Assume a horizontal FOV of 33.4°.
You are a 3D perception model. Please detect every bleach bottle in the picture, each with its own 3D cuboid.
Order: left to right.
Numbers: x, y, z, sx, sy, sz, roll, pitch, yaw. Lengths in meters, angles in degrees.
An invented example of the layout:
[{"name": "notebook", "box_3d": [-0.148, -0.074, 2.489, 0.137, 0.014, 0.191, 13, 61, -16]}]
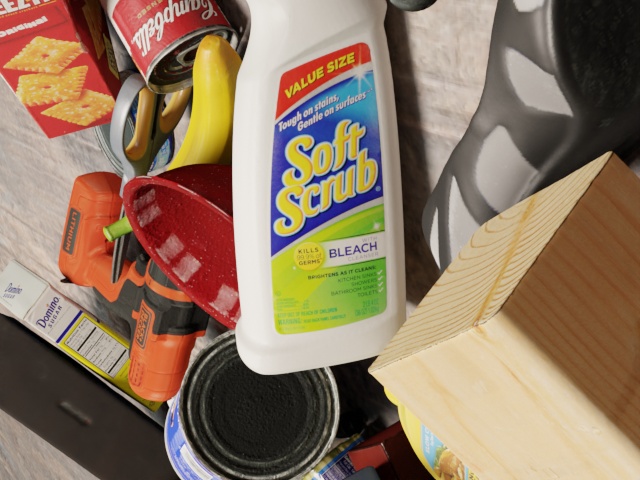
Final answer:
[{"name": "bleach bottle", "box_3d": [-0.009, -0.056, 0.579, 0.068, 0.102, 0.251, -121, 23, -67]}]

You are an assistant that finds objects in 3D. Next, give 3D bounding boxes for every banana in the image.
[{"name": "banana", "box_3d": [-0.086, -0.065, 0.737, 0.037, 0.069, 0.198, 48, 131, 17]}]

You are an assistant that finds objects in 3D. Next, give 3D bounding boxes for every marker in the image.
[{"name": "marker", "box_3d": [-0.001, 0.144, 0.800, 0.020, 0.020, 0.121, 64, 150, 3]}]

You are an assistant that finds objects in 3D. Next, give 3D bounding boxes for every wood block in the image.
[{"name": "wood block", "box_3d": [0.133, 0.080, 0.397, 0.206, 0.090, 0.090, 45, 149, -5]}]

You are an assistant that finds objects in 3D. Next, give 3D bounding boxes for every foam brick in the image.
[{"name": "foam brick", "box_3d": [0.063, 0.153, 0.670, 0.078, 0.052, 0.051, 64, 151, 3]}]

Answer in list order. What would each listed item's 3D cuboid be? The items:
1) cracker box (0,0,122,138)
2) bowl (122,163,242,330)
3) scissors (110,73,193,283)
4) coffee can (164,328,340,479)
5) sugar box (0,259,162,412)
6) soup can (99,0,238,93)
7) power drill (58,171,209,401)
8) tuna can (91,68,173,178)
[{"name": "cracker box", "box_3d": [-0.201, -0.189, 0.733, 0.214, 0.072, 0.164, 86, 168, -73]}, {"name": "bowl", "box_3d": [-0.055, 0.001, 0.717, 0.162, 0.055, 0.162, 32, 153, 18]}, {"name": "scissors", "box_3d": [-0.128, -0.055, 0.797, 0.016, 0.096, 0.202, 30, 144, 13]}, {"name": "coffee can", "box_3d": [-0.051, 0.122, 0.727, 0.103, 0.102, 0.140, 60, 162, 10]}, {"name": "sugar box", "box_3d": [-0.223, 0.091, 1.009, 0.176, 0.048, 0.093, 41, 168, -36]}, {"name": "soup can", "box_3d": [-0.108, -0.158, 0.706, 0.102, 0.068, 0.069, 59, 150, 13]}, {"name": "power drill", "box_3d": [-0.152, 0.013, 0.888, 0.188, 0.057, 0.184, 41, 121, 46]}, {"name": "tuna can", "box_3d": [-0.154, -0.094, 0.861, 0.086, 0.033, 0.086, 38, 140, 40]}]
